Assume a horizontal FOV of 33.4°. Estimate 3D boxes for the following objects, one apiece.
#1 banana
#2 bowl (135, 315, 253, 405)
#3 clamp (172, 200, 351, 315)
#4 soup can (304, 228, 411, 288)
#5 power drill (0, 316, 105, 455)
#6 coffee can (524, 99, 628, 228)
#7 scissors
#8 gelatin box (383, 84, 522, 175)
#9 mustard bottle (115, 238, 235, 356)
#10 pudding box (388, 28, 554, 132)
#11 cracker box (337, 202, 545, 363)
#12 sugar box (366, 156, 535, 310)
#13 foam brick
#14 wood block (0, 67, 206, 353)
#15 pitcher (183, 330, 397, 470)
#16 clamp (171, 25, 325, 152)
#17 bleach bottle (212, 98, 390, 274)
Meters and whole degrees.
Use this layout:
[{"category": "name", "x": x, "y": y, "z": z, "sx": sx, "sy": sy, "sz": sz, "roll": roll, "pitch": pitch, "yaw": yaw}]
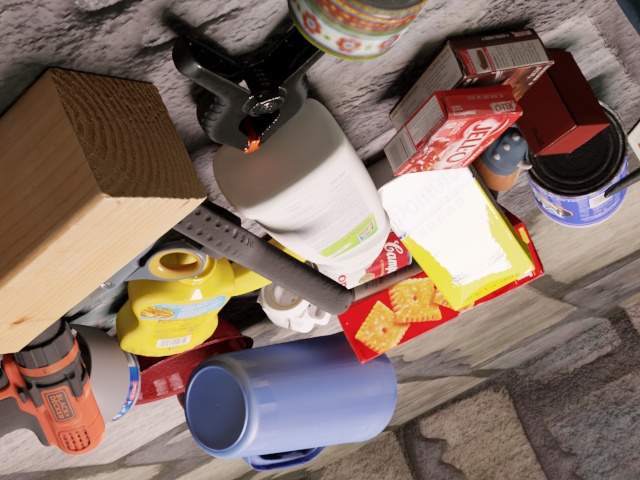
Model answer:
[{"category": "banana", "x": -0.039, "y": 0.003, "z": 1.022, "sx": 0.069, "sy": 0.037, "sz": 0.198, "roll": 15, "pitch": 140, "yaw": -32}, {"category": "bowl", "x": -0.156, "y": 0.120, "z": 1.159, "sx": 0.162, "sy": 0.055, "sz": 0.162, "roll": -23, "pitch": 163, "yaw": -8}, {"category": "clamp", "x": -0.084, "y": -0.010, "z": 0.797, "sx": 0.209, "sy": 0.165, "sz": 0.036, "roll": 31, "pitch": 87, "yaw": -53}, {"category": "soup can", "x": 0.032, "y": 0.012, "z": 1.086, "sx": 0.102, "sy": 0.068, "sz": 0.068, "roll": -21, "pitch": 162, "yaw": -13}, {"category": "power drill", "x": -0.289, "y": 0.121, "z": 0.889, "sx": 0.187, "sy": 0.057, "sz": 0.184, "roll": -14, "pitch": 122, "yaw": -1}, {"category": "coffee can", "x": 0.260, "y": -0.077, "z": 1.082, "sx": 0.103, "sy": 0.103, "sz": 0.140, "roll": -28, "pitch": 163, "yaw": 9}, {"category": "scissors", "x": -0.159, "y": 0.034, "z": 0.908, "sx": 0.096, "sy": 0.016, "sz": 0.202, "roll": 16, "pitch": 148, "yaw": -14}, {"category": "gelatin box", "x": 0.103, "y": -0.085, "z": 0.834, "sx": 0.073, "sy": 0.030, "sz": 0.089, "roll": -8, "pitch": 159, "yaw": -30}, {"category": "mustard bottle", "x": -0.130, "y": 0.048, "z": 0.978, "sx": 0.096, "sy": 0.058, "sz": 0.192, "roll": -6, "pitch": 157, "yaw": -20}, {"category": "pudding box", "x": 0.119, "y": -0.121, "z": 0.862, "sx": 0.089, "sy": 0.039, "sz": 0.114, "roll": -14, "pitch": 159, "yaw": -28}, {"category": "cracker box", "x": 0.118, "y": 0.039, "z": 1.164, "sx": 0.213, "sy": 0.072, "sz": 0.164, "roll": -26, "pitch": -167, "yaw": 2}, {"category": "sugar box", "x": 0.122, "y": -0.018, "z": 1.005, "sx": 0.093, "sy": 0.048, "sz": 0.176, "roll": -30, "pitch": 128, "yaw": 15}, {"category": "foam brick", "x": 0.199, "y": -0.118, "z": 0.920, "sx": 0.051, "sy": 0.078, "sz": 0.053, "roll": -10, "pitch": 159, "yaw": -42}, {"category": "wood block", "x": -0.184, "y": -0.010, "z": 0.682, "sx": 0.206, "sy": 0.090, "sz": 0.090, "roll": -36, "pitch": 161, "yaw": 30}, {"category": "pitcher", "x": -0.037, "y": 0.182, "z": 1.191, "sx": 0.145, "sy": 0.149, "sz": 0.242, "roll": -16, "pitch": 170, "yaw": 38}, {"category": "clamp", "x": -0.032, "y": -0.107, "z": 0.694, "sx": 0.120, "sy": 0.039, "sz": 0.171, "roll": -17, "pitch": 168, "yaw": -6}, {"category": "bleach bottle", "x": -0.001, "y": -0.022, "z": 0.886, "sx": 0.102, "sy": 0.068, "sz": 0.250, "roll": -32, "pitch": 156, "yaw": 1}]
